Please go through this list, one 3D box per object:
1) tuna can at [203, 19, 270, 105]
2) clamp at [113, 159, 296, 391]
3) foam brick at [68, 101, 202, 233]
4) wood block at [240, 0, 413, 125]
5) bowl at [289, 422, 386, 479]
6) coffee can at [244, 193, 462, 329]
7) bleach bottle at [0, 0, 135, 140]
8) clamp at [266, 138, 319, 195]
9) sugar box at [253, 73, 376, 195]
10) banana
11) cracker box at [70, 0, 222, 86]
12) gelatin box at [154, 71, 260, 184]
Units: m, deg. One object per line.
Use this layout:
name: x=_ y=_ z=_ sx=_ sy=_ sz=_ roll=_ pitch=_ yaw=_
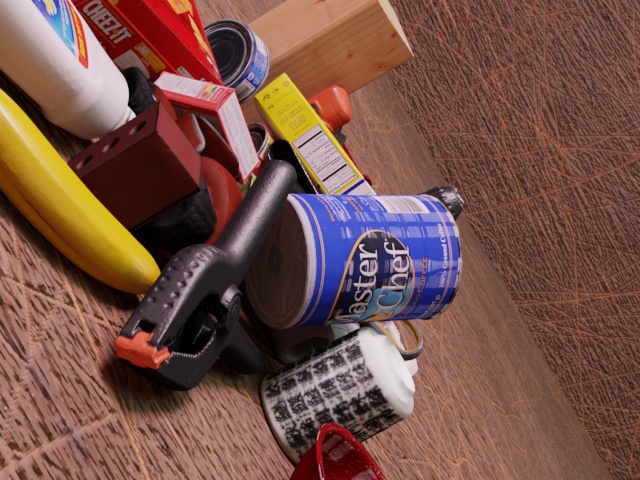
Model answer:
tuna can: x=-0.096 y=-0.178 z=1.075 sx=0.033 sy=0.086 sz=0.086 roll=36 pitch=28 yaw=-57
clamp: x=-0.068 y=0.031 z=0.698 sx=0.209 sy=0.036 sz=0.164 roll=-20 pitch=123 yaw=-70
foam brick: x=-0.123 y=-0.044 z=0.703 sx=0.051 sy=0.078 sz=0.053 roll=53 pitch=13 yaw=-27
wood block: x=-0.019 y=-0.197 z=1.139 sx=0.090 sy=0.206 sz=0.091 roll=49 pitch=18 yaw=-41
bowl: x=0.018 y=0.212 z=0.747 sx=0.162 sy=0.055 sz=0.162 roll=56 pitch=14 yaw=-22
coffee can: x=0.024 y=0.014 z=0.831 sx=0.140 sy=0.103 sz=0.103 roll=-1 pitch=54 yaw=-31
bleach bottle: x=-0.199 y=-0.154 z=0.687 sx=0.250 sy=0.068 sz=0.102 roll=52 pitch=16 yaw=-43
clamp: x=-0.001 y=-0.008 z=0.915 sx=0.171 sy=0.039 sz=0.120 roll=56 pitch=16 yaw=-5
sugar box: x=0.008 y=-0.068 z=1.014 sx=0.176 sy=0.048 sz=0.093 roll=52 pitch=-1 yaw=17
banana: x=-0.155 y=-0.029 z=0.637 sx=0.197 sy=0.037 sz=0.069 roll=55 pitch=15 yaw=-26
cracker box: x=-0.170 y=-0.228 z=0.924 sx=0.164 sy=0.072 sz=0.214 roll=45 pitch=19 yaw=-50
gelatin box: x=-0.095 y=-0.093 z=0.883 sx=0.030 sy=0.073 sz=0.089 roll=-56 pitch=148 yaw=-28
